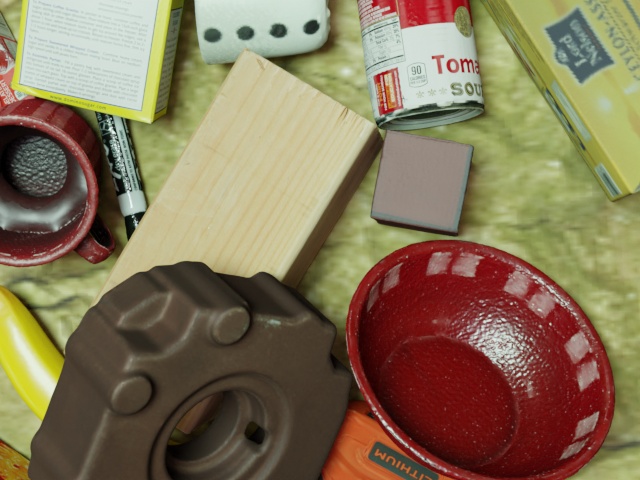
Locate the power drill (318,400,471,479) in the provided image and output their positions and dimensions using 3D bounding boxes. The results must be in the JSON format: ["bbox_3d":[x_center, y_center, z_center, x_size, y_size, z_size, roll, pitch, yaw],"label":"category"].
[{"bbox_3d":[0.028,0.207,0.644,0.184,0.057,0.188,29,93,8],"label":"power drill"}]

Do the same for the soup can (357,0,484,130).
[{"bbox_3d":[0.059,-0.123,0.643,0.068,0.068,0.102,-8,87,8],"label":"soup can"}]

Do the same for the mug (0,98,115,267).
[{"bbox_3d":[-0.171,-0.033,0.661,0.093,0.081,0.117,-43,107,10],"label":"mug"}]

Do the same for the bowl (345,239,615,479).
[{"bbox_3d":[0.085,0.079,0.618,0.162,0.055,0.162,10,51,-12],"label":"bowl"}]

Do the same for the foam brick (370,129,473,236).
[{"bbox_3d":[0.061,-0.032,0.637,0.053,0.078,0.051,10,89,6],"label":"foam brick"}]

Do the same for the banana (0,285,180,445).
[{"bbox_3d":[-0.144,0.104,0.679,0.198,0.037,0.070,31,105,12],"label":"banana"}]

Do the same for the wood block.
[{"bbox_3d":[-0.055,0.001,0.646,0.091,0.090,0.206,32,93,7],"label":"wood block"}]

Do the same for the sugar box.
[{"bbox_3d":[-0.127,-0.167,0.642,0.093,0.048,0.176,13,105,2],"label":"sugar box"}]

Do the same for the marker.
[{"bbox_3d":[-0.128,-0.048,0.694,0.020,0.020,0.121,-15,87,7],"label":"marker"}]
